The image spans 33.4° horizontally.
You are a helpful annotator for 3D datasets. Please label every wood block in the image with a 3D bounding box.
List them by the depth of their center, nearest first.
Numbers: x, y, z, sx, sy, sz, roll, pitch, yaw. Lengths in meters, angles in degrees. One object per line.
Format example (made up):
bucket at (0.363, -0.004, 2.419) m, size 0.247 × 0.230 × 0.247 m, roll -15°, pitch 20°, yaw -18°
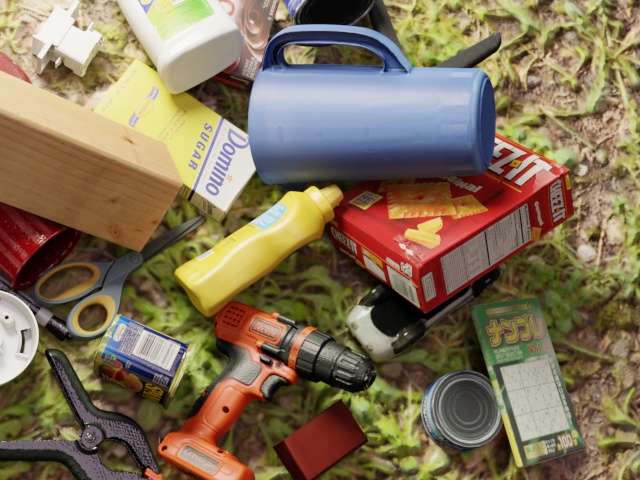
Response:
wood block at (-0.250, -0.078, 1.035) m, size 0.205 × 0.090 × 0.091 m, roll 23°, pitch 23°, yaw -33°

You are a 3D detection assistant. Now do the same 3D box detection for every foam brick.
foam brick at (-0.001, 0.208, 1.093) m, size 0.078 × 0.053 × 0.051 m, roll -32°, pitch 83°, yaw -22°

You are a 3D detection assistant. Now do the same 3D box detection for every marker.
marker at (-0.300, 0.063, 1.079) m, size 0.121 × 0.020 × 0.020 m, roll 36°, pitch 68°, yaw -2°

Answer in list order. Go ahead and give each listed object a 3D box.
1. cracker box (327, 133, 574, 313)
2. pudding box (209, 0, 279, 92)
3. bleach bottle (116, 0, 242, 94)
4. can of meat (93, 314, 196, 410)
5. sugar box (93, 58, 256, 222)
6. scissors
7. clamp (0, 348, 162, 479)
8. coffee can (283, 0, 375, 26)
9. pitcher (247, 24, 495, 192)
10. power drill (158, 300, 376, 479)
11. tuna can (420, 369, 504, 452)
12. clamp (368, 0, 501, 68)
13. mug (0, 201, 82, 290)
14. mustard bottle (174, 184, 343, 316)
cracker box at (0.137, -0.034, 1.149) m, size 0.213 × 0.072 × 0.164 m, roll -32°, pitch 41°, yaw -20°
pudding box at (-0.105, -0.235, 1.212) m, size 0.090 × 0.039 × 0.113 m, roll 17°, pitch 69°, yaw -7°
bleach bottle at (-0.189, -0.280, 1.173) m, size 0.102 × 0.068 × 0.251 m, roll -31°, pitch 66°, yaw -14°
can of meat at (-0.174, 0.119, 1.051) m, size 0.084 × 0.102 × 0.057 m, roll 25°, pitch 68°, yaw -4°
sugar box at (-0.154, -0.108, 1.157) m, size 0.176 × 0.048 × 0.093 m, roll 33°, pitch 68°, yaw -1°
scissors at (-0.194, 0.041, 1.105) m, size 0.201 × 0.016 × 0.096 m, roll -18°, pitch 70°, yaw -24°
clamp at (-0.228, 0.185, 1.050) m, size 0.171 × 0.039 × 0.120 m, roll 25°, pitch 73°, yaw -12°
coffee can at (-0.009, -0.319, 1.217) m, size 0.102 × 0.103 × 0.140 m, roll -16°, pitch 68°, yaw -19°
pitcher at (0.053, -0.132, 1.108) m, size 0.243 × 0.149 × 0.145 m, roll 1°, pitch 72°, yaw 19°
power drill at (-0.058, 0.163, 1.056) m, size 0.185 × 0.057 × 0.187 m, roll 19°, pitch 66°, yaw 28°
tuna can at (0.154, 0.183, 1.150) m, size 0.086 × 0.034 × 0.086 m, roll 4°, pitch 72°, yaw -13°
clamp at (0.114, -0.179, 1.215) m, size 0.164 × 0.036 × 0.210 m, roll 13°, pitch 71°, yaw 0°
mug at (-0.293, -0.015, 1.075) m, size 0.081 × 0.093 × 0.117 m, roll 44°, pitch 42°, yaw 7°
mustard bottle at (-0.057, 0.002, 1.104) m, size 0.191 × 0.096 × 0.058 m, roll -36°, pitch 101°, yaw -11°
